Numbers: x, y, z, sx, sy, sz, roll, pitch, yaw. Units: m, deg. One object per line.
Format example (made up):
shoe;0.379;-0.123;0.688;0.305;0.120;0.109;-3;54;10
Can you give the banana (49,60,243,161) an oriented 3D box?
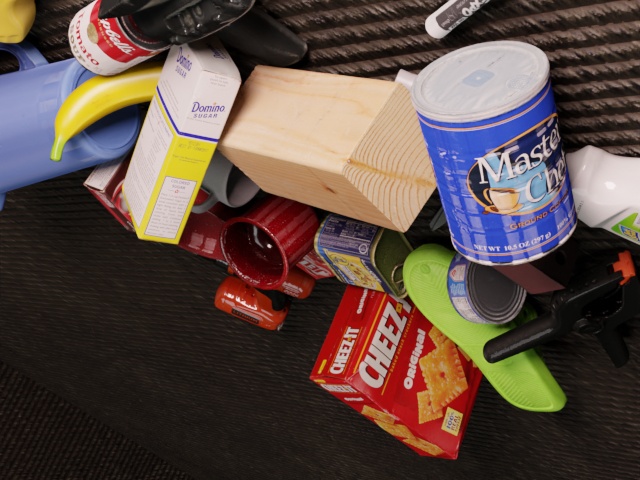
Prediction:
banana;-0.172;-0.137;1.023;0.198;0.069;0.037;-19;-178;0

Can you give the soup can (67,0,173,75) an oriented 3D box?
soup can;-0.175;-0.190;0.952;0.068;0.068;0.102;36;155;-27

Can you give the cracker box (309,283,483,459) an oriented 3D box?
cracker box;0.106;0.145;1.294;0.072;0.164;0.213;-5;144;48

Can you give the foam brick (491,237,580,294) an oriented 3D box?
foam brick;0.202;0.009;1.038;0.078;0.053;0.051;32;157;-20

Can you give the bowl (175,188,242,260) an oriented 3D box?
bowl;-0.152;-0.039;1.289;0.162;0.055;0.162;21;158;9

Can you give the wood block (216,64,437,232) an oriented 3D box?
wood block;0.005;-0.084;0.919;0.090;0.090;0.206;41;167;-36

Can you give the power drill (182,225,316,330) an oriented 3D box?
power drill;-0.101;0.050;1.434;0.184;0.057;0.188;23;158;3

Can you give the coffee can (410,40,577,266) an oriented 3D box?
coffee can;0.135;-0.066;0.817;0.103;0.102;0.140;8;134;35

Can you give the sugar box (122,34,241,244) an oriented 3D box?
sugar box;-0.128;-0.095;0.966;0.048;0.176;0.093;11;-149;-30

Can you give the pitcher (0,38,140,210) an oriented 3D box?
pitcher;-0.314;-0.133;1.143;0.243;0.145;0.149;-8;144;36

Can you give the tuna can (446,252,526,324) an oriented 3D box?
tuna can;0.172;0.044;1.102;0.086;0.086;0.034;37;157;-27

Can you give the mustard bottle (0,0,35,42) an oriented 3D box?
mustard bottle;-0.304;-0.251;0.963;0.096;0.058;0.192;26;158;-8

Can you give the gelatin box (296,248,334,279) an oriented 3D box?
gelatin box;-0.012;0.012;1.291;0.089;0.030;0.073;36;155;-25

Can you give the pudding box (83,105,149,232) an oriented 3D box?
pudding box;-0.196;-0.076;1.172;0.039;0.113;0.090;19;159;32

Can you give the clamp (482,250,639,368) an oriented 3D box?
clamp;0.280;0.079;1.093;0.164;0.036;0.210;6;146;-16

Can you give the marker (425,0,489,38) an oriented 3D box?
marker;0.112;-0.175;0.758;0.020;0.020;0.121;31;157;-15

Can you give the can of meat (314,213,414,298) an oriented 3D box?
can of meat;0.052;0.016;1.201;0.084;0.057;0.102;11;154;35

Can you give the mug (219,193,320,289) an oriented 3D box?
mug;-0.058;0.001;1.205;0.093;0.081;0.117;43;137;4
